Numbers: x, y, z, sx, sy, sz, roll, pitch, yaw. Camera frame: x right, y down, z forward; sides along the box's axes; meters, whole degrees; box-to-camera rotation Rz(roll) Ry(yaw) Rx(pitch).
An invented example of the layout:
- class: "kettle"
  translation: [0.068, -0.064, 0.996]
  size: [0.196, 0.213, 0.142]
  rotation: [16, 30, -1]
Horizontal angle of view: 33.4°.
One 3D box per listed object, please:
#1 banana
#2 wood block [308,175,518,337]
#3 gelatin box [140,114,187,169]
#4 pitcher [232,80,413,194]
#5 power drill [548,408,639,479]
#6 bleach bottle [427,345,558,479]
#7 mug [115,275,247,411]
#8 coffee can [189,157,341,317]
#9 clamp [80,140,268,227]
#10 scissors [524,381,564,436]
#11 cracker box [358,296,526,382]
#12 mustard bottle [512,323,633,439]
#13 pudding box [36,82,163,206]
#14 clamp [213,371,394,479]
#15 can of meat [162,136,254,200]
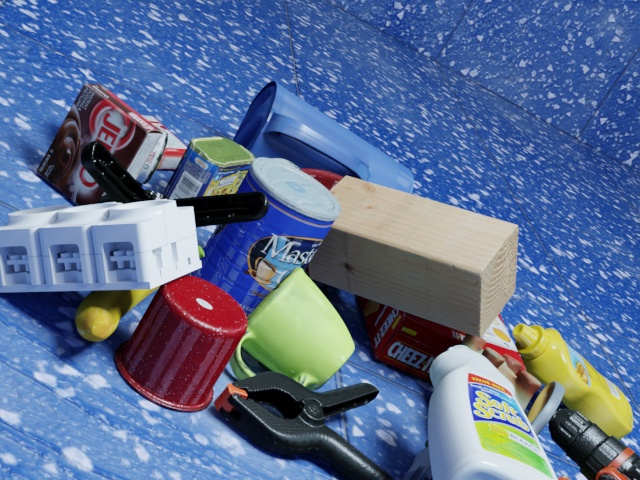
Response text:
- class: "banana"
  translation: [-0.172, 0.046, 0.934]
  size: [0.037, 0.070, 0.197]
  rotation: [57, 26, -8]
- class: "wood block"
  translation: [0.095, 0.014, 1.127]
  size: [0.206, 0.091, 0.090]
  rotation: [18, 43, 27]
- class: "gelatin box"
  translation: [-0.213, -0.122, 1.315]
  size: [0.089, 0.030, 0.073]
  rotation: [41, 24, 26]
- class: "pitcher"
  translation: [0.006, -0.101, 1.433]
  size: [0.242, 0.145, 0.149]
  rotation: [28, 34, -19]
- class: "power drill"
  translation: [0.262, 0.235, 0.980]
  size: [0.185, 0.057, 0.187]
  rotation: [41, 24, 24]
- class: "bleach bottle"
  translation: [0.128, 0.153, 0.886]
  size: [0.102, 0.068, 0.251]
  rotation: [26, 18, -12]
- class: "mug"
  translation: [-0.116, 0.077, 0.910]
  size: [0.093, 0.082, 0.117]
  rotation: [22, 22, -24]
- class: "coffee can"
  translation: [-0.057, 0.001, 1.086]
  size: [0.102, 0.140, 0.103]
  rotation: [27, 21, -11]
- class: "clamp"
  translation: [-0.144, -0.024, 0.976]
  size: [0.164, 0.036, 0.210]
  rotation: [15, -21, -12]
- class: "scissors"
  translation: [0.195, 0.221, 1.091]
  size: [0.016, 0.096, 0.201]
  rotation: [40, 51, 3]
- class: "cracker box"
  translation: [0.131, 0.089, 1.254]
  size: [0.164, 0.072, 0.214]
  rotation: [24, 22, -17]
- class: "mustard bottle"
  translation: [0.291, 0.158, 1.265]
  size: [0.191, 0.058, 0.096]
  rotation: [41, 20, -26]
- class: "pudding box"
  translation: [-0.228, -0.091, 1.100]
  size: [0.090, 0.114, 0.039]
  rotation: [37, 18, 16]
- class: "clamp"
  translation: [-0.007, 0.164, 0.924]
  size: [0.171, 0.039, 0.120]
  rotation: [11, 35, -29]
- class: "can of meat"
  translation: [-0.130, -0.071, 1.234]
  size: [0.057, 0.084, 0.102]
  rotation: [38, 21, 16]
